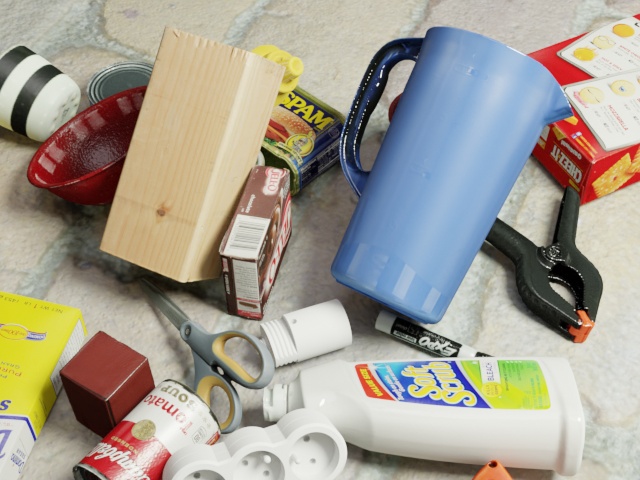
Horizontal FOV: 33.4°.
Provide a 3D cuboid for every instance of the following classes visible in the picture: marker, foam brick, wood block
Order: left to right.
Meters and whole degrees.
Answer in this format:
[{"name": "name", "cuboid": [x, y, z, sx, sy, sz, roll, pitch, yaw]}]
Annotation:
[{"name": "foam brick", "cuboid": [-0.172, 0.122, 0.876, 0.053, 0.078, 0.051, 27, 56, 22]}, {"name": "wood block", "cuboid": [-0.115, -0.076, 0.961, 0.091, 0.090, 0.206, 20, 97, 16]}, {"name": "marker", "cuboid": [0.106, 0.092, 0.941, 0.121, 0.020, 0.020, 22, 53, 18]}]

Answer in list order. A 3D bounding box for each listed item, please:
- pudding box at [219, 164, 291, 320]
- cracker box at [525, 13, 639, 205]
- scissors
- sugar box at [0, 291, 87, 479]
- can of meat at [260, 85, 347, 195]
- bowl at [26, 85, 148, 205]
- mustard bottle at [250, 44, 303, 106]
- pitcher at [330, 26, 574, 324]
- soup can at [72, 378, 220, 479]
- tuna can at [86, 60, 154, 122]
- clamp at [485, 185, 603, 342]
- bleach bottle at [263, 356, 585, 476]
[{"name": "pudding box", "cuboid": [-0.056, 0.001, 0.973, 0.039, 0.090, 0.113, 11, 51, 11]}, {"name": "cracker box", "cuboid": [0.312, -0.143, 1.111, 0.213, 0.072, 0.164, -22, 53, -19]}, {"name": "scissors", "cuboid": [-0.113, 0.101, 0.927, 0.202, 0.016, 0.096, 17, 90, 46]}, {"name": "sugar box", "cuboid": [-0.273, 0.127, 0.893, 0.093, 0.048, 0.176, 11, 49, 9]}, {"name": "can of meat", "cuboid": [-0.030, -0.103, 1.086, 0.102, 0.057, 0.083, 36, 61, 28]}, {"name": "bowl", "cuboid": [-0.204, -0.084, 1.045, 0.162, 0.055, 0.162, -21, 32, 13]}, {"name": "mustard bottle", "cuboid": [-0.083, -0.151, 1.058, 0.192, 0.058, 0.096, -8, 29, 49]}, {"name": "pitcher", "cuboid": [0.096, -0.059, 0.941, 0.144, 0.149, 0.243, 26, 88, -24]}, {"name": "soup can", "cuboid": [-0.135, 0.167, 0.844, 0.069, 0.068, 0.102, 30, 54, 23]}, {"name": "tuna can", "cuboid": [-0.205, -0.153, 1.143, 0.086, 0.034, 0.086, 0, 49, 0]}, {"name": "clamp", "cuboid": [0.202, 0.018, 0.992, 0.120, 0.039, 0.171, -6, 50, -3]}, {"name": "bleach bottle", "cuboid": [0.079, 0.139, 0.866, 0.251, 0.068, 0.102, 0, 30, 2]}]
